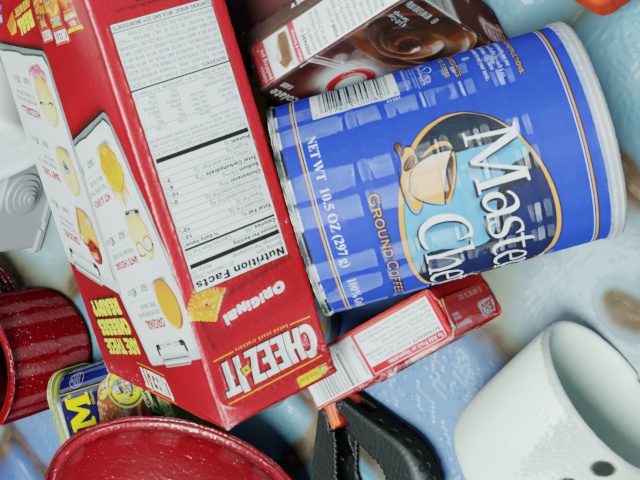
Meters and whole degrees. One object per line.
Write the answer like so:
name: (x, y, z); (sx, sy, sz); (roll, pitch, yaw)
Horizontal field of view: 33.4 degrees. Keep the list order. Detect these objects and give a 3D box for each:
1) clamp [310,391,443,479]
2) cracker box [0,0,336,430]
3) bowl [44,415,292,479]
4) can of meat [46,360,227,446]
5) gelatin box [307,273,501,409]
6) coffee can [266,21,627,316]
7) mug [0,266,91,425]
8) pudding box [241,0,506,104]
clamp: (0.035, 0.169, 0.590); (0.120, 0.039, 0.171); (-36, 71, 22)
cracker box: (-0.083, -0.031, 0.528); (0.164, 0.072, 0.214); (7, 117, 60)
bowl: (-0.086, 0.175, 0.602); (0.162, 0.055, 0.162); (5, 126, 7)
can of meat: (-0.108, 0.116, 0.652); (0.084, 0.057, 0.102); (-19, 86, 26)
gelatin box: (0.042, 0.052, 0.555); (0.089, 0.073, 0.030); (-32, 81, 26)
coffee can: (0.057, -0.032, 0.495); (0.140, 0.103, 0.103); (-16, 87, 4)
mug: (-0.208, 0.064, 0.686); (0.093, 0.081, 0.117); (-29, 81, 27)
pudding box: (0.031, -0.094, 0.525); (0.090, 0.113, 0.039); (-29, 65, 28)
